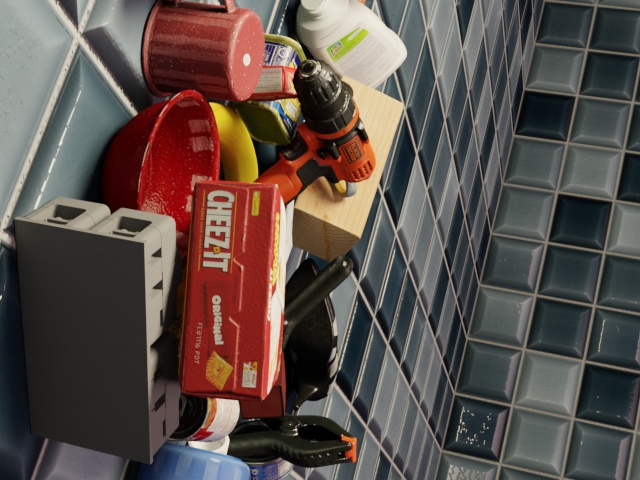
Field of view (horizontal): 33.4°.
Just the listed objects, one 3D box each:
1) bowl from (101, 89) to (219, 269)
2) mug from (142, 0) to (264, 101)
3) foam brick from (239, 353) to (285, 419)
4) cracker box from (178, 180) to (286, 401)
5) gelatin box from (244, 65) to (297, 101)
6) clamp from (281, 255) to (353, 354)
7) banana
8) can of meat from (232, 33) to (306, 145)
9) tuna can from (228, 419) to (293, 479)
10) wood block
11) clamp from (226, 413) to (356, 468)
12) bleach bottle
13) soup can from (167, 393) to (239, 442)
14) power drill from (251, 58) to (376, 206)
[{"bbox_3d":[-0.142,-0.052,0.919,0.162,0.055,0.162,10,90,-73],"label":"bowl"},{"bbox_3d":[-0.100,-0.178,0.939,0.093,0.082,0.117,-55,150,-55],"label":"mug"},{"bbox_3d":[-0.068,0.165,1.256,0.078,0.053,0.051,-94,179,-57],"label":"foam brick"},{"bbox_3d":[-0.069,0.042,0.895,0.213,0.072,0.164,78,15,-87],"label":"cracker box"},{"bbox_3d":[-0.064,-0.155,1.057,0.073,0.089,0.030,-11,101,-71],"label":"gelatin box"},{"bbox_3d":[-0.052,0.099,1.211,0.036,0.165,0.209,45,52,-18],"label":"clamp"},{"bbox_3d":[-0.096,-0.087,1.094,0.069,0.037,0.197,-55,155,-14],"label":"banana"},{"bbox_3d":[-0.051,-0.161,1.156,0.102,0.057,0.084,60,44,-66],"label":"can of meat"},{"bbox_3d":[-0.074,0.252,1.271,0.086,0.086,0.034,-54,148,-56],"label":"tuna can"},{"bbox_3d":[0.024,-0.089,1.340,0.091,0.090,0.206,-49,-161,60],"label":"wood block"},{"bbox_3d":[-0.039,0.222,1.248,0.120,0.171,0.039,-71,165,-55],"label":"clamp"},{"bbox_3d":[0.032,-0.258,1.321,0.102,0.068,0.250,-43,162,5],"label":"bleach bottle"},{"bbox_3d":[-0.128,0.169,1.076,0.102,0.068,0.068,39,62,-72],"label":"soup can"},{"bbox_3d":[-0.041,-0.078,1.039,0.057,0.187,0.184,58,1,33],"label":"power drill"}]
